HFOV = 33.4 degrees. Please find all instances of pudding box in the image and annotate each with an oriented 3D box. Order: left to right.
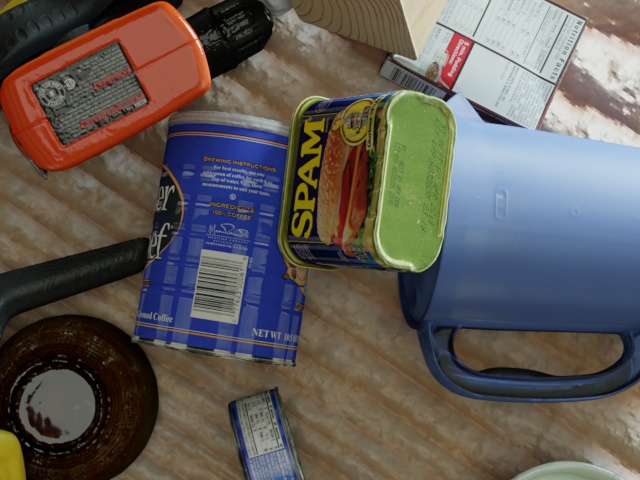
[{"bbox_3d":[0.109,-0.129,0.713,0.113,0.039,0.090,27,82,-3],"label":"pudding box"}]

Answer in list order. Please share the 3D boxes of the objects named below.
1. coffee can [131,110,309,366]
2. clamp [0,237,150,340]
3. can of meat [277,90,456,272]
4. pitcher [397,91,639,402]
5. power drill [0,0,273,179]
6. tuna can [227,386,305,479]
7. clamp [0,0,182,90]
[{"bbox_3d":[-0.054,0.001,0.659,0.103,0.103,0.140,9,85,-3],"label":"coffee can"},{"bbox_3d":[-0.227,0.025,0.642,0.164,0.036,0.209,36,59,9],"label":"clamp"},{"bbox_3d":[0.026,-0.032,0.600,0.057,0.084,0.102,10,86,-38],"label":"can of meat"},{"bbox_3d":[0.172,0.009,0.663,0.242,0.145,0.149,6,123,-6],"label":"pitcher"},{"bbox_3d":[-0.105,-0.095,0.624,0.184,0.188,0.057,-30,99,-2],"label":"power drill"},{"bbox_3d":[-0.030,0.136,0.658,0.033,0.086,0.086,-16,86,-4],"label":"tuna can"},{"bbox_3d":[-0.153,-0.133,0.660,0.171,0.120,0.039,-33,79,-1],"label":"clamp"}]
